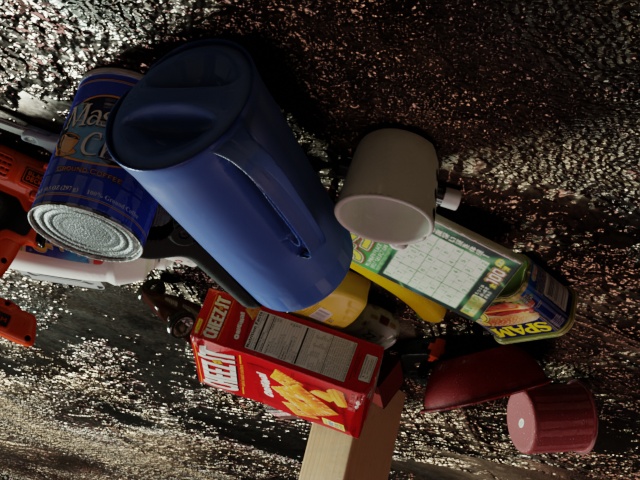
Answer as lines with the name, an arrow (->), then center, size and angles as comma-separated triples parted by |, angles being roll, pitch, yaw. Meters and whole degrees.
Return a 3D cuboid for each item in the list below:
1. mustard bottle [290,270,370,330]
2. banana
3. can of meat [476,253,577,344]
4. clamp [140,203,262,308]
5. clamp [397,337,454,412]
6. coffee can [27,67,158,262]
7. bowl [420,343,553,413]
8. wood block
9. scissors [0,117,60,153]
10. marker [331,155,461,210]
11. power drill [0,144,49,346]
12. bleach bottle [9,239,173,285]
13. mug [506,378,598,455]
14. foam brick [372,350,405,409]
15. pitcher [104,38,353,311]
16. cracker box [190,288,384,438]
mustard bottle -> -0.048, 0.039, 1.180 | 0.191, 0.058, 0.096 | 22, 152, -17
banana -> 0.085, 0.048, 1.153 | 0.070, 0.037, 0.197 | -7, 147, 37
can of meat -> 0.197, 0.059, 1.094 | 0.083, 0.057, 0.102 | 36, 147, -32
clamp -> -0.129, -0.007, 1.038 | 0.209, 0.036, 0.165 | 7, 124, -11
clamp -> 0.123, 0.164, 1.373 | 0.120, 0.039, 0.171 | 16, 149, 10
coffee can -> -0.185, -0.066, 0.941 | 0.103, 0.140, 0.103 | 12, 155, 6
bowl -> 0.189, 0.158, 1.257 | 0.162, 0.055, 0.162 | -15, 173, -2
wood block -> 0.040, 0.297, 1.492 | 0.090, 0.206, 0.090 | -11, 145, 43
scissors -> -0.281, -0.095, 1.079 | 0.202, 0.016, 0.096 | 14, 155, 1
marker -> 0.069, -0.053, 0.973 | 0.121, 0.020, 0.020 | 16, 155, -3
power drill -> -0.298, 0.012, 1.113 | 0.184, 0.187, 0.057 | 24, 165, -12
bleach bottle -> -0.284, -0.011, 1.182 | 0.250, 0.102, 0.068 | 10, 165, -6
mug -> 0.278, 0.212, 1.318 | 0.081, 0.117, 0.093 | -1, 121, -15
foam brick -> 0.061, 0.167, 1.359 | 0.078, 0.053, 0.051 | 23, 147, 31
pitcher -> -0.058, -0.038, 0.899 | 0.145, 0.149, 0.242 | -14, 140, 21
cracker box -> -0.040, 0.149, 1.256 | 0.214, 0.072, 0.164 | 18, 154, 7
